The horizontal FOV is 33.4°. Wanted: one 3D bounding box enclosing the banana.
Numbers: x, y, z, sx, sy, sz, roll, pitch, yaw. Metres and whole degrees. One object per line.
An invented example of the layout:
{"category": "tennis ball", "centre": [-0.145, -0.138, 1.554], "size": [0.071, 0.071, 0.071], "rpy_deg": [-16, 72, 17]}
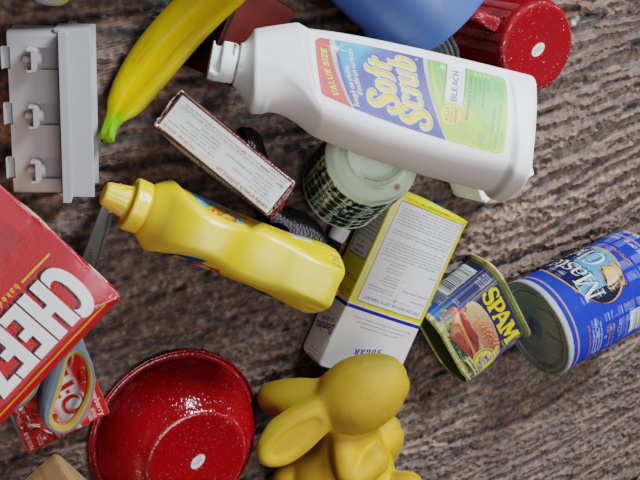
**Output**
{"category": "banana", "centre": [-0.101, -0.156, 0.808], "size": [0.037, 0.070, 0.198], "rpy_deg": [29, 113, -40]}

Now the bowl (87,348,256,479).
{"category": "bowl", "centre": [-0.118, 0.180, 0.936], "size": [0.161, 0.055, 0.162], "rpy_deg": [-10, 112, -27]}

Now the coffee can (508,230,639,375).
{"category": "coffee can", "centre": [0.272, 0.062, 1.090], "size": [0.140, 0.103, 0.103], "rpy_deg": [-24, 117, -21]}

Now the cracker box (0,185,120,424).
{"category": "cracker box", "centre": [-0.277, 0.025, 0.756], "size": [0.164, 0.072, 0.213], "rpy_deg": [-47, 109, -8]}

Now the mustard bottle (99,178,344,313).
{"category": "mustard bottle", "centre": [-0.081, -0.002, 0.834], "size": [0.191, 0.096, 0.058], "rpy_deg": [23, 92, -22]}

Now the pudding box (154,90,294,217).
{"category": "pudding box", "centre": [-0.072, -0.065, 0.833], "size": [0.113, 0.090, 0.039], "rpy_deg": [37, 88, -1]}

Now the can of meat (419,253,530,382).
{"category": "can of meat", "centre": [0.147, 0.079, 1.053], "size": [0.084, 0.058, 0.102], "rpy_deg": [-38, 121, -11]}

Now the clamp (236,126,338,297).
{"category": "clamp", "centre": [-0.056, 0.001, 0.917], "size": [0.120, 0.039, 0.171], "rpy_deg": [-40, 112, -4]}

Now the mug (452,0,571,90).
{"category": "mug", "centre": [0.162, -0.184, 0.955], "size": [0.117, 0.082, 0.093], "rpy_deg": [25, 93, -34]}

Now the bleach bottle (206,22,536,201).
{"category": "bleach bottle", "centre": [0.037, -0.104, 0.819], "size": [0.250, 0.068, 0.102], "rpy_deg": [11, 71, -10]}

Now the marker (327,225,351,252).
{"category": "marker", "centre": [0.028, -0.029, 0.969], "size": [0.020, 0.020, 0.121], "rpy_deg": [27, 92, -34]}

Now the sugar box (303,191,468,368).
{"category": "sugar box", "centre": [0.060, 0.042, 0.997], "size": [0.093, 0.048, 0.176], "rpy_deg": [21, 99, -33]}

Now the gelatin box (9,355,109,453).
{"category": "gelatin box", "centre": [-0.222, 0.117, 0.869], "size": [0.073, 0.030, 0.089], "rpy_deg": [-25, 118, -21]}

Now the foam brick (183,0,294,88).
{"category": "foam brick", "centre": [-0.066, -0.162, 0.850], "size": [0.051, 0.053, 0.078], "rpy_deg": [19, 97, -33]}

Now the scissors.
{"category": "scissors", "centre": [-0.210, 0.053, 0.832], "size": [0.096, 0.016, 0.202], "rpy_deg": [2, 99, -27]}
